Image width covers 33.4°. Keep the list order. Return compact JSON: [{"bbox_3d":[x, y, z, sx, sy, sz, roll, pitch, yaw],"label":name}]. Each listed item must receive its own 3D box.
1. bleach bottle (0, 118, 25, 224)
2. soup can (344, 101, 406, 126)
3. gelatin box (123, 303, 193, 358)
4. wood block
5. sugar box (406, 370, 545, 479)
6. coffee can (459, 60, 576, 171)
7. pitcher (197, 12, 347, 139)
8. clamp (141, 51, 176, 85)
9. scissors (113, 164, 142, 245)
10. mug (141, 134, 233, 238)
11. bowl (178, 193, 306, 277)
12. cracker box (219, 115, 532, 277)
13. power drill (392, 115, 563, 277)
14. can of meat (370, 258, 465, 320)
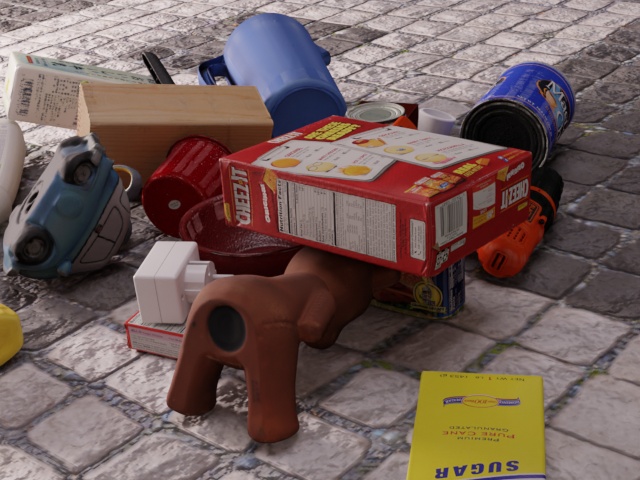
[{"bbox_3d":[-0.405,-0.066,1.246,0.102,0.068,0.251,-8,29,-5],"label":"bleach bottle"},{"bbox_3d":[0.063,-0.094,1.175,0.068,0.102,0.068,-4,26,2],"label":"soup can"},{"bbox_3d":[-0.117,0.074,0.947,0.089,0.030,0.073,8,30,24],"label":"gelatin box"},{"bbox_3d":[-0.169,-0.120,1.224,0.205,0.091,0.090,-2,38,-20],"label":"wood block"},{"bbox_3d":[0.107,0.156,0.727,0.093,0.048,0.176,0,25,10],"label":"sugar box"},{"bbox_3d":[0.231,-0.139,1.239,0.103,0.103,0.140,8,29,23],"label":"coffee can"},{"bbox_3d":[-0.055,-0.196,1.382,0.149,0.144,0.243,-45,29,11],"label":"pitcher"},{"bbox_3d":[-0.190,-0.151,1.339,0.171,0.039,0.120,36,74,8],"label":"clamp"},{"bbox_3d":[-0.266,-0.022,1.166,0.202,0.096,0.016,-21,-21,34],"label":"scissors"},{"bbox_3d":[-0.130,-0.048,1.148,0.117,0.093,0.081,35,36,-3],"label":"mug"},{"bbox_3d":[-0.057,0.001,1.055,0.162,0.055,0.162,-4,26,2],"label":"bowl"},{"bbox_3d":[0.047,-0.043,0.911,0.214,0.072,0.163,14,27,36],"label":"cracker box"},{"bbox_3d":[0.144,-0.055,1.067,0.188,0.057,0.184,27,36,12],"label":"power drill"},{"bbox_3d":[0.082,0.019,0.965,0.102,0.084,0.057,14,32,33],"label":"can of meat"}]
